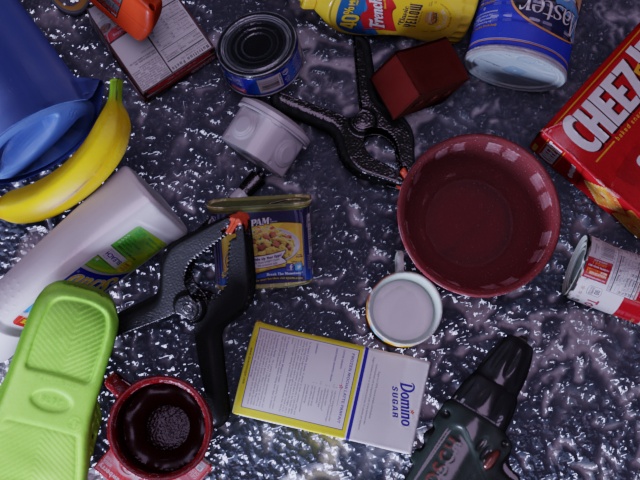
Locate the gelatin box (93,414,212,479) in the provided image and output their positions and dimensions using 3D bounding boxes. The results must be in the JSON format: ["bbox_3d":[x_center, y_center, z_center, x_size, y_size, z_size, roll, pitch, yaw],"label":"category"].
[{"bbox_3d":[-0.160,0.218,1.028,0.089,0.030,0.073,39,82,6],"label":"gelatin box"}]

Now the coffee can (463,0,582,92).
[{"bbox_3d":[0.209,-0.233,1.072,0.103,0.103,0.140,14,80,2],"label":"coffee can"}]

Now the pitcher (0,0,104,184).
[{"bbox_3d":[-0.342,-0.179,1.047,0.148,0.145,0.243,-23,74,-47],"label":"pitcher"}]

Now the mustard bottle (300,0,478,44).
[{"bbox_3d":[0.057,-0.245,1.062,0.191,0.096,0.058,4,60,-9],"label":"mustard bottle"}]

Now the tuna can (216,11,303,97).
[{"bbox_3d":[-0.062,-0.190,1.082,0.086,0.033,0.086,-5,61,9],"label":"tuna can"}]

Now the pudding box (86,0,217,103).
[{"bbox_3d":[-0.174,-0.212,1.097,0.090,0.039,0.113,-34,84,-8],"label":"pudding box"}]

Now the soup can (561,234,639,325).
[{"bbox_3d":[0.297,0.041,1.044,0.102,0.068,0.068,20,81,3],"label":"soup can"}]

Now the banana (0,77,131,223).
[{"bbox_3d":[-0.238,-0.065,1.006,0.198,0.037,0.070,-39,50,21],"label":"banana"}]

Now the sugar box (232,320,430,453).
[{"bbox_3d":[0.011,0.143,1.036,0.176,0.048,0.093,14,80,-2],"label":"sugar box"}]

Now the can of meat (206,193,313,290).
[{"bbox_3d":[-0.057,0.001,1.042,0.102,0.057,0.084,-3,101,-1],"label":"can of meat"}]

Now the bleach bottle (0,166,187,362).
[{"bbox_3d":[-0.252,0.040,1.033,0.251,0.102,0.068,-41,66,0],"label":"bleach bottle"}]

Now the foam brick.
[{"bbox_3d":[0.099,-0.162,1.068,0.078,0.053,0.051,-23,79,-37],"label":"foam brick"}]

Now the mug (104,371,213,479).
[{"bbox_3d":[-0.151,0.163,0.979,0.117,0.081,0.093,38,84,5],"label":"mug"}]

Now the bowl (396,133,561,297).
[{"bbox_3d":[0.153,-0.022,1.057,0.162,0.055,0.162,0,82,-3],"label":"bowl"}]

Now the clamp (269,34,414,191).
[{"bbox_3d":[0.046,-0.127,1.086,0.171,0.039,0.120,44,86,7],"label":"clamp"}]

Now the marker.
[{"bbox_3d":[-0.099,-0.025,1.075,0.020,0.020,0.121,42,83,6],"label":"marker"}]

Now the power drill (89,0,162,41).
[{"bbox_3d":[-0.142,-0.280,1.068,0.184,0.057,0.187,39,54,3],"label":"power drill"}]

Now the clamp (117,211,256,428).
[{"bbox_3d":[-0.114,0.070,1.017,0.164,0.036,0.210,37,109,1],"label":"clamp"}]

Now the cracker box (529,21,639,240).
[{"bbox_3d":[0.346,-0.090,1.065,0.214,0.072,0.164,42,82,7],"label":"cracker box"}]
